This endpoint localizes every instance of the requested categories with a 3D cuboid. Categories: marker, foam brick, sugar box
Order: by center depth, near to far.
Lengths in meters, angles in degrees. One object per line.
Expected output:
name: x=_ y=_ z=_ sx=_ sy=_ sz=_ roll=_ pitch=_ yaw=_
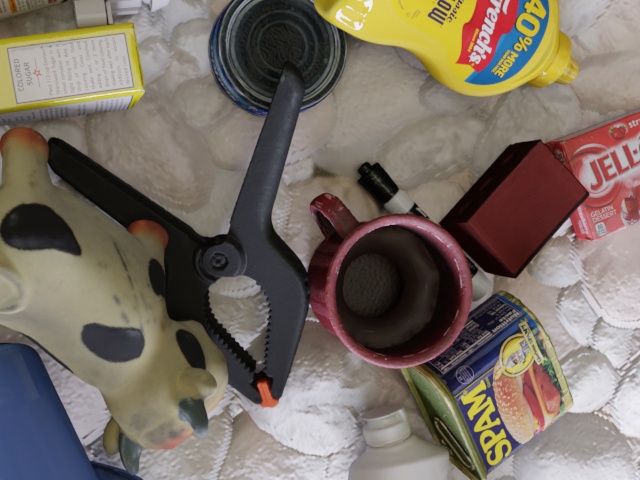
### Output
sugar box: x=-0.194 y=-0.088 z=0.611 sx=0.176 sy=0.093 sz=0.048 roll=-8 pitch=93 yaw=-14
foam brick: x=0.128 y=-0.021 z=0.712 sx=0.051 sy=0.053 sz=0.078 roll=44 pitch=81 yaw=-11
marker: x=0.069 y=-0.007 z=0.715 sx=0.121 sy=0.020 sz=0.020 roll=45 pitch=81 yaw=-11

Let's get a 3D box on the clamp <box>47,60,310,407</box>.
clamp: x=-0.054 y=0.001 z=0.663 sx=0.164 sy=0.036 sz=0.210 roll=-24 pitch=100 yaw=7

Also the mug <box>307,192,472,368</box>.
mug: x=0.031 y=0.020 z=0.674 sx=0.093 sy=0.082 sz=0.117 roll=-40 pitch=100 yaw=-9

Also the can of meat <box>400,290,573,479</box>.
can of meat: x=0.110 y=0.095 z=0.698 sx=0.084 sy=0.058 sz=0.102 roll=-35 pitch=123 yaw=-14

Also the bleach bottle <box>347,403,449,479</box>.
bleach bottle: x=0.083 y=0.229 z=0.705 sx=0.102 sy=0.068 sz=0.251 roll=-17 pitch=94 yaw=-10

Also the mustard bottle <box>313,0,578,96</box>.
mustard bottle: x=0.095 y=-0.146 z=0.682 sx=0.191 sy=0.058 sz=0.096 roll=22 pitch=104 yaw=-31

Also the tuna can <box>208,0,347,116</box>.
tuna can: x=-0.027 y=-0.122 z=0.680 sx=0.086 sy=0.034 sz=0.086 roll=0 pitch=92 yaw=-14
